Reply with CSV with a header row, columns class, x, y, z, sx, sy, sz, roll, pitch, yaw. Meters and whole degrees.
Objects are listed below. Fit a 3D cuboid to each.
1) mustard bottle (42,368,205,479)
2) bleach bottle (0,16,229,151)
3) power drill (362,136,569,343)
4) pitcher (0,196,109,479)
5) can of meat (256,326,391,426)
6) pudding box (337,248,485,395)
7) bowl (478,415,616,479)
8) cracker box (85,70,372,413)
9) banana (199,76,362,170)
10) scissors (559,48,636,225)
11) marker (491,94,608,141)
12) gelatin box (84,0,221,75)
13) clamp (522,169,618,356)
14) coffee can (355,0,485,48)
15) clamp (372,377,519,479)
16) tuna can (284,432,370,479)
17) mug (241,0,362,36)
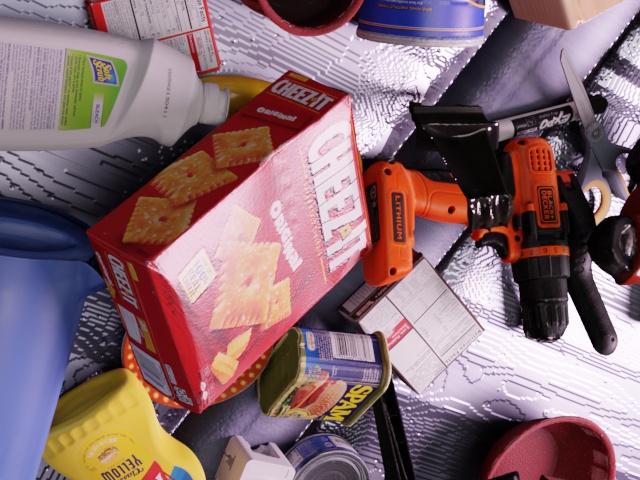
class,x,y,z,sx,sy,sz,roll,pitch,yaw
mustard bottle,-0.153,0.203,0.905,0.096,0.058,0.191,-32,118,-2
bleach bottle,-0.191,-0.102,0.760,0.250,0.068,0.102,5,105,-16
power drill,0.129,0.000,0.925,0.187,0.057,0.184,-1,78,-21
pitcher,-0.261,0.091,0.792,0.144,0.149,0.243,3,110,-40
can of meat,0.001,0.117,0.924,0.083,0.057,0.102,9,143,-23
pudding box,0.085,0.073,0.976,0.090,0.039,0.113,-44,120,-6
bowl,0.217,0.240,1.079,0.161,0.055,0.162,-7,110,-21
cracker box,-0.055,0.001,0.796,0.213,0.072,0.164,-42,141,-30
banana,-0.031,-0.089,0.871,0.197,0.037,0.069,32,91,-29
scissors,0.241,-0.082,0.987,0.096,0.016,0.201,-49,128,5
marker,0.211,-0.113,0.977,0.121,0.020,0.020,-16,113,-18
gelatin box,-0.126,-0.156,0.812,0.089,0.030,0.073,-18,112,-16
clamp,0.230,0.024,0.979,0.039,0.120,0.171,-12,107,-31
coffee can,0.083,-0.228,0.836,0.102,0.103,0.140,-4,109,-22
clamp,0.081,0.239,1.001,0.036,0.165,0.210,-15,138,-46
tuna can,0.002,0.225,0.994,0.086,0.034,0.086,-7,110,-21
mug,-0.026,-0.216,0.805,0.093,0.082,0.117,-33,117,-10
